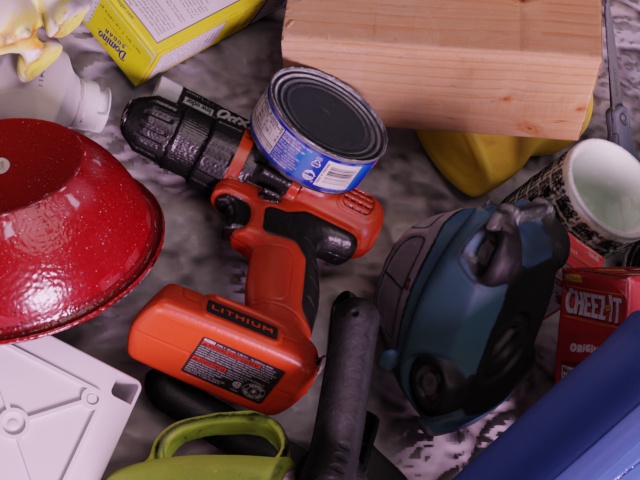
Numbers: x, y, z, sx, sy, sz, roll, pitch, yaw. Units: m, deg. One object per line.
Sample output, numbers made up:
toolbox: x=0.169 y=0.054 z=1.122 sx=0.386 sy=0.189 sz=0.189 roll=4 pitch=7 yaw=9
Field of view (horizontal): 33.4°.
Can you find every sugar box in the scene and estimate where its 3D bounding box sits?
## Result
sugar box: x=-0.088 y=-0.186 z=0.748 sx=0.093 sy=0.048 sz=0.175 roll=51 pitch=50 yaw=2

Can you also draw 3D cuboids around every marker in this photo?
marker: x=-0.057 y=-0.077 z=0.728 sx=0.121 sy=0.020 sz=0.020 roll=25 pitch=57 yaw=-17

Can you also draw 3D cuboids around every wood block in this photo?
wood block: x=0.082 y=-0.136 z=0.738 sx=0.206 sy=0.090 sz=0.091 roll=5 pitch=60 yaw=5

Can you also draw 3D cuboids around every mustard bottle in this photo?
mustard bottle: x=0.161 y=-0.110 z=0.843 sx=0.191 sy=0.058 sz=0.096 roll=-29 pitch=81 yaw=-36

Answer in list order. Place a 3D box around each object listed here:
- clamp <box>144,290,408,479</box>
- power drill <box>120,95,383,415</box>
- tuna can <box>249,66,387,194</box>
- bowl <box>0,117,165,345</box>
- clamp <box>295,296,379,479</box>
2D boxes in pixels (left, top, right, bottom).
clamp: x=0.009 y=0.135 z=0.653 sx=0.164 sy=0.036 sz=0.210 roll=-29 pitch=81 yaw=-37
power drill: x=-0.054 y=0.001 z=0.646 sx=0.184 sy=0.057 sz=0.187 roll=24 pitch=43 yaw=-10
tuna can: x=-0.002 y=-0.070 z=0.685 sx=0.086 sy=0.034 sz=0.086 roll=22 pitch=38 yaw=-19
bowl: x=-0.165 y=-0.018 z=0.562 sx=0.162 sy=0.055 sz=0.162 roll=-2 pitch=38 yaw=1
clamp: x=0.007 y=0.116 z=0.549 sx=0.039 sy=0.120 sz=0.171 roll=2 pitch=39 yaw=12
